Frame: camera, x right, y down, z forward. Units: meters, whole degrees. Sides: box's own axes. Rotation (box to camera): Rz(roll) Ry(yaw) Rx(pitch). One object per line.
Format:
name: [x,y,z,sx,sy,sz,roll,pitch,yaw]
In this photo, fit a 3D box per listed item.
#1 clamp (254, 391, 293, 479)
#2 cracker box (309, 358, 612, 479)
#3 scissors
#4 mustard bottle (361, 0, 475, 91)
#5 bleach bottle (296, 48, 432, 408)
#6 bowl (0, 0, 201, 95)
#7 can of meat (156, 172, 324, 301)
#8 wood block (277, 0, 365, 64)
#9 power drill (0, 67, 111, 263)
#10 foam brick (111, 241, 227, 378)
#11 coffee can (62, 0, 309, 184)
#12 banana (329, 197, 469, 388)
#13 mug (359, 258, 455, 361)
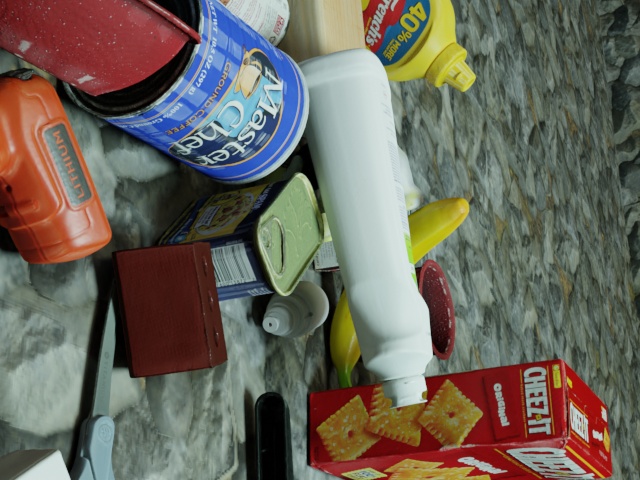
clamp: [-0.031,0.223,0.750,0.164,0.036,0.210,-62,138,-55]
cracker box: [0.120,0.164,0.893,0.164,0.214,0.072,38,47,-56]
scissors: [-0.119,0.128,0.614,0.096,0.016,0.201,55,34,-40]
mustard bottle: [0.060,-0.198,0.945,0.192,0.096,0.058,43,19,13]
bleach bottle: [0.037,-0.004,0.776,0.102,0.068,0.251,24,54,-75]
bowl: [-0.144,-0.120,0.546,0.055,0.162,0.162,-61,152,2]
can of meat: [-0.055,0.001,0.729,0.102,0.084,0.057,-57,132,-58]
wood block: [-0.024,-0.214,0.882,0.090,0.090,0.206,19,64,-62]
power drill: [-0.172,0.008,0.494,0.187,0.057,0.184,-49,125,-61]
foam brick: [-0.091,0.041,0.656,0.053,0.051,0.078,2,79,-83]
coffee can: [-0.083,-0.104,0.685,0.140,0.103,0.103,28,55,-61]
banana: [0.058,0.037,0.917,0.037,0.070,0.198,13,112,-48]
mug: [0.076,0.068,1.000,0.117,0.082,0.093,-20,99,-66]
